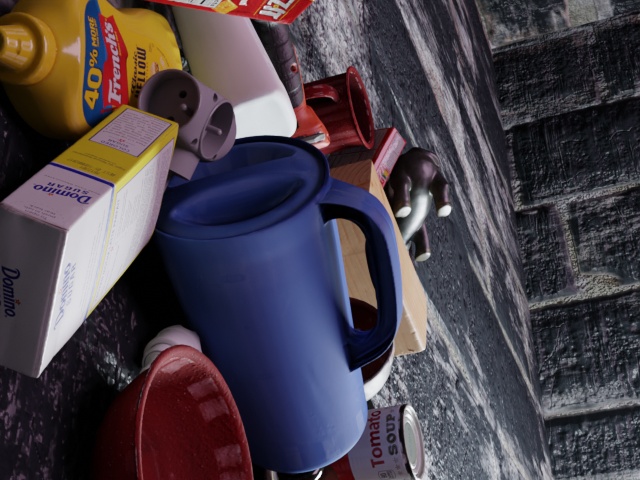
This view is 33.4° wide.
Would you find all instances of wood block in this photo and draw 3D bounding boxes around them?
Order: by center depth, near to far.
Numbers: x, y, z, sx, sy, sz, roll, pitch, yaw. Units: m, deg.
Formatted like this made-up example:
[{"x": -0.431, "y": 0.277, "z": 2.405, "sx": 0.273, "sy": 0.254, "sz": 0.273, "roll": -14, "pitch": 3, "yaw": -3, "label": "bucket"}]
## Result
[{"x": 0.044, "y": 0.027, "z": 1.163, "sx": 0.090, "sy": 0.091, "sz": 0.206, "roll": -82, "pitch": 154, "yaw": -50, "label": "wood block"}]

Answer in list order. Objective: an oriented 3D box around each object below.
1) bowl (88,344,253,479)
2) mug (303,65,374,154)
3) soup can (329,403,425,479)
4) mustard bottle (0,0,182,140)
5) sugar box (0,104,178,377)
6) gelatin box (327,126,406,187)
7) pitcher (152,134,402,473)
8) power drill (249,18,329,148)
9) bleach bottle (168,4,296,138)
[{"x": -0.097, "y": 0.149, "z": 0.667, "sx": 0.162, "sy": 0.055, "sz": 0.162, "roll": -13, "pitch": 90, "yaw": -73, "label": "bowl"}, {"x": 0.003, "y": -0.140, "z": 1.167, "sx": 0.117, "sy": 0.082, "sz": 0.093, "roll": 32, "pitch": 48, "yaw": -68, "label": "mug"}, {"x": 0.032, "y": 0.180, "z": 0.912, "sx": 0.068, "sy": 0.102, "sz": 0.068, "roll": -12, "pitch": 90, "yaw": -73, "label": "soup can"}, {"x": -0.151, "y": -0.110, "z": 0.673, "sx": 0.191, "sy": 0.058, "sz": 0.096, "roll": -4, "pitch": 98, "yaw": -73, "label": "mustard bottle"}, {"x": -0.136, "y": -0.007, "z": 0.610, "sx": 0.176, "sy": 0.048, "sz": 0.093, "roll": -59, "pitch": 168, "yaw": -64, "label": "sugar box"}, {"x": 0.045, "y": -0.089, "z": 1.215, "sx": 0.030, "sy": 0.089, "sz": 0.073, "roll": 47, "pitch": 58, "yaw": -32, "label": "gelatin box"}, {"x": -0.027, "y": 0.054, "z": 0.788, "sx": 0.149, "sy": 0.144, "sz": 0.243, "roll": 40, "pitch": -29, "yaw": 51, "label": "pitcher"}, {"x": -0.045, "y": -0.179, "z": 0.988, "sx": 0.184, "sy": 0.057, "sz": 0.187, "roll": -105, "pitch": 179, "yaw": -71, "label": "power drill"}, {"x": -0.096, "y": -0.197, "z": 0.864, "sx": 0.102, "sy": 0.068, "sz": 0.251, "roll": 69, "pitch": -1, "yaw": -72, "label": "bleach bottle"}]
